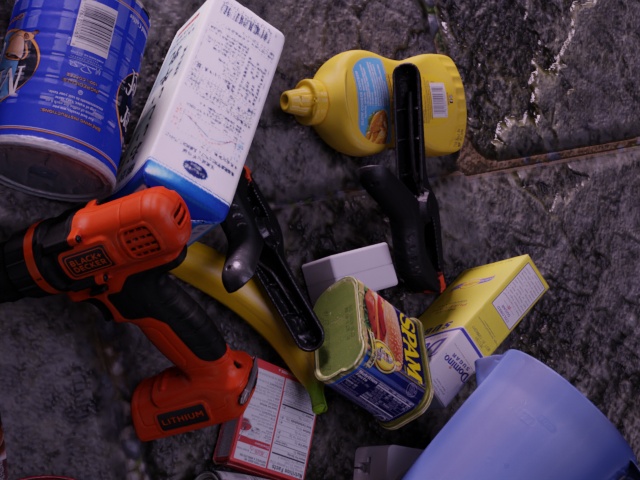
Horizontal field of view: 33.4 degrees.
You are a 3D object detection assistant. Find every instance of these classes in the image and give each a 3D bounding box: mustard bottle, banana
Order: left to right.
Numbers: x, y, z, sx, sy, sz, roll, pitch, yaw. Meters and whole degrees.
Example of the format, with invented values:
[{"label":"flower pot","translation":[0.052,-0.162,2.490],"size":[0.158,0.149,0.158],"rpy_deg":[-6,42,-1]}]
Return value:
[{"label":"banana","translation":[-0.057,0.054,0.864],"size":[0.198,0.037,0.069],"rpy_deg":[42,17,-3]},{"label":"mustard bottle","translation":[0.047,-0.125,0.983],"size":[0.191,0.058,0.096],"rpy_deg":[-4,87,-36]}]

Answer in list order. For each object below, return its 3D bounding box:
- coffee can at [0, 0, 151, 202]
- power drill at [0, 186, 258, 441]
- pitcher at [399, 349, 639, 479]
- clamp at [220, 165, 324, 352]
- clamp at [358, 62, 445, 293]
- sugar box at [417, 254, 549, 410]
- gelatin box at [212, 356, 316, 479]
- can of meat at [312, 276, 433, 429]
[{"label":"coffee can","translation":[-0.189,-0.112,0.788],"size":[0.102,0.103,0.140],"rpy_deg":[20,68,-30]},{"label":"power drill","translation":[-0.143,0.059,0.763],"size":[0.187,0.185,0.057],"rpy_deg":[59,27,-29]},{"label":"pitcher","translation":[0.125,0.217,0.820],"size":[0.242,0.149,0.145],"rpy_deg":[-45,104,-10]},{"label":"clamp","translation":[-0.056,0.001,0.840],"size":[0.120,0.039,0.171],"rpy_deg":[48,13,-55]},{"label":"clamp","translation":[0.076,-0.028,0.932],"size":[0.164,0.036,0.210],"rpy_deg":[-63,146,-52]},{"label":"sugar box","translation":[0.121,0.084,0.962],"size":[0.176,0.094,0.048],"rpy_deg":[-39,101,-35]},{"label":"gelatin box","translation":[-0.042,0.149,0.872],"size":[0.073,0.030,0.089],"rpy_deg":[25,65,-29]},{"label":"can of meat","translation":[0.040,0.089,0.868],"size":[0.083,0.058,0.102],"rpy_deg":[37,32,-32]}]
